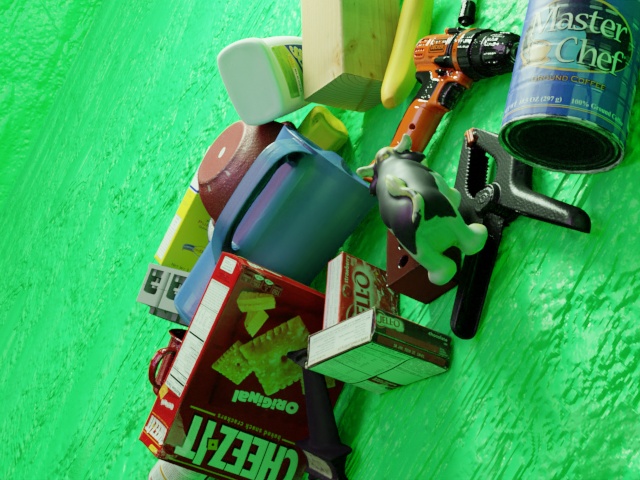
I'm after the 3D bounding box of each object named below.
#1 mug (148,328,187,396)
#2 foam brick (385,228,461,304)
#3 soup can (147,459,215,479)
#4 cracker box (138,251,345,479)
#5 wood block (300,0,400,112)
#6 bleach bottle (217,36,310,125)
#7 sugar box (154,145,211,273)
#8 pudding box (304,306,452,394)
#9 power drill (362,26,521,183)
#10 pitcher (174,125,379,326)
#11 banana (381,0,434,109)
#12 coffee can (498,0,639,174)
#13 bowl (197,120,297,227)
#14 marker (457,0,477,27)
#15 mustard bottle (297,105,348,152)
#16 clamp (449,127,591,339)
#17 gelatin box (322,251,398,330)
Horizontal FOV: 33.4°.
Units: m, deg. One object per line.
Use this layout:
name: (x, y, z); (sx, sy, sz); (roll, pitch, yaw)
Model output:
mug: (-0.168, 0.164, 1.335); (0.093, 0.117, 0.081); (25, 96, 37)
foam brick: (0.099, 0.011, 1.025); (0.053, 0.051, 0.078); (-39, 36, 42)
soup can: (-0.153, 0.263, 1.268); (0.102, 0.068, 0.068); (-53, 28, 25)
cracker box: (-0.064, 0.141, 1.094); (0.072, 0.164, 0.213); (19, 84, 64)
wood block: (0.036, -0.271, 1.281); (0.091, 0.090, 0.206); (-24, 63, 54)
bleach bottle: (-0.038, -0.215, 1.331); (0.068, 0.102, 0.250); (-16, 11, 25)
sugar box: (-0.149, -0.032, 1.480); (0.176, 0.093, 0.048); (-63, 26, 8)
pudding box: (0.052, 0.104, 0.991); (0.114, 0.090, 0.039); (-32, 42, 50)
power drill: (0.125, -0.129, 1.091); (0.187, 0.057, 0.185); (-64, 22, -2)
pitcher: (-0.058, 0.001, 1.167); (0.243, 0.149, 0.145); (-54, 16, 6)
banana: (0.099, -0.228, 1.218); (0.037, 0.069, 0.198); (6, 72, 21)
coffee can: (0.211, -0.139, 0.883); (0.103, 0.102, 0.140); (-15, 56, 58)
bowl: (-0.100, -0.092, 1.293); (0.162, 0.055, 0.162); (-40, 29, 28)
marker: (0.169, -0.288, 1.182); (0.020, 0.020, 0.121); (-25, 48, 54)
mustard bottle: (-0.048, -0.080, 1.325); (0.192, 0.058, 0.096); (-46, 11, 14)
clamp: (0.166, -0.034, 0.953); (0.165, 0.036, 0.210); (-42, 34, 39)
gelatin box: (0.042, 0.065, 1.062); (0.030, 0.073, 0.089); (-38, 37, 45)
